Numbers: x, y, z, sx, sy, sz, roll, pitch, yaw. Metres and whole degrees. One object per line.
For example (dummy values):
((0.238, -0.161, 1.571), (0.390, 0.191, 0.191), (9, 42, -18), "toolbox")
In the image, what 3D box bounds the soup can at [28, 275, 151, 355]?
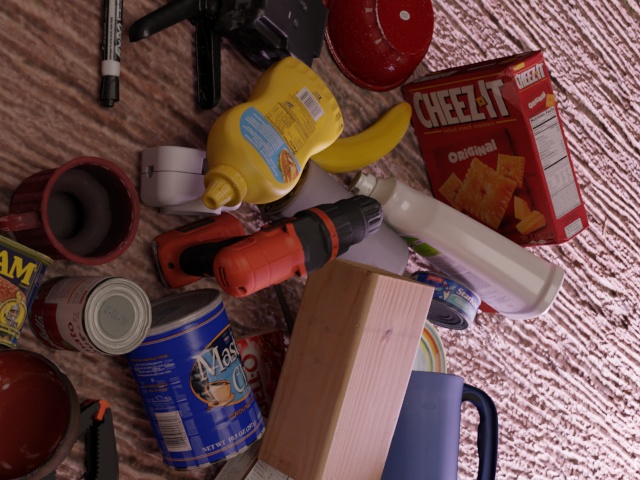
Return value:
((-0.201, 0.065, 0.931), (0.068, 0.102, 0.068), (2, 88, -40), "soup can")

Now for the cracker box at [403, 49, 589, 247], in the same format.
((0.200, -0.097, 1.233), (0.072, 0.164, 0.213), (-30, 107, -39), "cracker box")

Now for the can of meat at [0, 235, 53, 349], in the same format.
((-0.287, 0.036, 0.890), (0.102, 0.058, 0.084), (29, 73, -36), "can of meat")

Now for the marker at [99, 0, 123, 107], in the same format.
((-0.195, -0.185, 0.999), (0.020, 0.020, 0.121), (5, 85, -40), "marker")

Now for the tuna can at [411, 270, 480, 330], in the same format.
((0.138, 0.070, 1.226), (0.086, 0.086, 0.033), (38, 67, -32), "tuna can")

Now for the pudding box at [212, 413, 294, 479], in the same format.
((-0.059, 0.244, 1.068), (0.113, 0.039, 0.090), (-54, 131, -20), "pudding box")

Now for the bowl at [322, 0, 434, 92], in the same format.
((0.078, -0.252, 1.208), (0.161, 0.055, 0.162), (1, 88, -39), "bowl")

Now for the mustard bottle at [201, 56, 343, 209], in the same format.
((-0.055, -0.091, 1.017), (0.096, 0.058, 0.191), (53, 46, -17), "mustard bottle")

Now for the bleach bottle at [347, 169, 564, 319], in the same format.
((0.144, -0.002, 1.195), (0.250, 0.103, 0.068), (32, 73, -12), "bleach bottle")

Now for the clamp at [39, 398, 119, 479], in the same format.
((-0.241, 0.236, 0.934), (0.164, 0.036, 0.210), (25, 70, -35), "clamp")

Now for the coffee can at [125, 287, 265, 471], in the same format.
((-0.121, 0.128, 0.996), (0.102, 0.103, 0.140), (-27, 106, -37), "coffee can")

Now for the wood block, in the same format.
((0.024, 0.127, 1.021), (0.090, 0.090, 0.206), (14, 93, -44), "wood block")

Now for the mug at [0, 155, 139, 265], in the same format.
((-0.227, -0.022, 0.925), (0.117, 0.082, 0.093), (-15, 98, -39), "mug")

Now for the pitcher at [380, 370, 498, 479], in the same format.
((0.091, 0.254, 1.100), (0.144, 0.149, 0.243), (19, 69, -55), "pitcher")

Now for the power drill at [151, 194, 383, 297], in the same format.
((-0.057, 0.001, 0.999), (0.184, 0.188, 0.057), (-22, 101, -37), "power drill")

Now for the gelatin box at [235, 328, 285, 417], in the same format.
((-0.068, 0.140, 1.087), (0.073, 0.030, 0.089), (-11, 95, -39), "gelatin box")

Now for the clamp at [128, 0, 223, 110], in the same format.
((-0.124, -0.228, 1.044), (0.120, 0.039, 0.171), (36, 60, -50), "clamp")

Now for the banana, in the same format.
((0.036, -0.112, 1.179), (0.197, 0.037, 0.069), (-12, 96, -40), "banana")
